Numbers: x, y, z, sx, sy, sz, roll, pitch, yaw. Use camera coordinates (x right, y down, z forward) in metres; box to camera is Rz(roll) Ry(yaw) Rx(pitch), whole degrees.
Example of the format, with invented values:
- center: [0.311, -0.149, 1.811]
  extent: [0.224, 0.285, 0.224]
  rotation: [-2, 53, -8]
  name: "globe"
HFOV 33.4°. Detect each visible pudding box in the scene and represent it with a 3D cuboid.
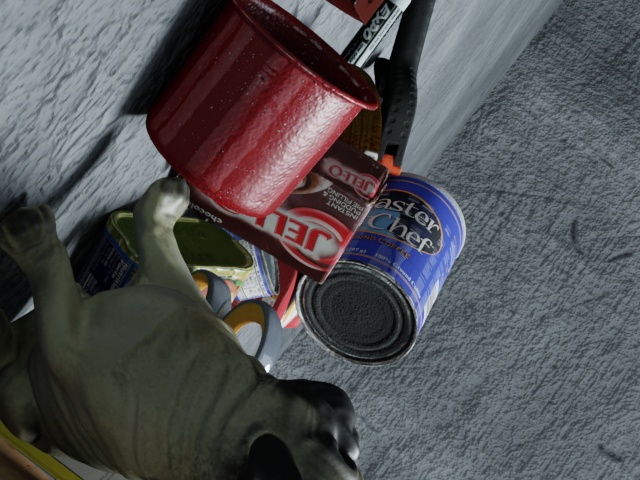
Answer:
- center: [-0.026, -0.034, 0.639]
  extent: [0.039, 0.113, 0.090]
  rotation: [-58, 178, -39]
  name: "pudding box"

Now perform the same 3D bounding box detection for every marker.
- center: [0.049, -0.175, 0.862]
  extent: [0.121, 0.020, 0.020]
  rotation: [-53, 174, 5]
  name: "marker"

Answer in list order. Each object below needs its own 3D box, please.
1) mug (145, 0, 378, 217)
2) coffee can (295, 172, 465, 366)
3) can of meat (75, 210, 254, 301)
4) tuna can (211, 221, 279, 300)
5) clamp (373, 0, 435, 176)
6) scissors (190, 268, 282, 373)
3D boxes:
- center: [-0.035, -0.072, 0.537]
  extent: [0.082, 0.093, 0.117]
  rotation: [-49, -148, 17]
  name: "mug"
- center: [0.052, 0.021, 0.881]
  extent: [0.103, 0.103, 0.140]
  rotation: [-57, 179, 40]
  name: "coffee can"
- center: [-0.099, 0.032, 0.632]
  extent: [0.101, 0.057, 0.084]
  rotation: [4, 125, -51]
  name: "can of meat"
- center: [-0.055, 0.001, 0.787]
  extent: [0.034, 0.086, 0.086]
  rotation: [-11, 176, 4]
  name: "tuna can"
- center: [0.063, -0.128, 0.940]
  extent: [0.120, 0.039, 0.171]
  rotation: [110, -6, -68]
  name: "clamp"
- center: [-0.071, 0.109, 0.546]
  extent: [0.096, 0.016, 0.201]
  rotation: [-7, -117, 41]
  name: "scissors"
